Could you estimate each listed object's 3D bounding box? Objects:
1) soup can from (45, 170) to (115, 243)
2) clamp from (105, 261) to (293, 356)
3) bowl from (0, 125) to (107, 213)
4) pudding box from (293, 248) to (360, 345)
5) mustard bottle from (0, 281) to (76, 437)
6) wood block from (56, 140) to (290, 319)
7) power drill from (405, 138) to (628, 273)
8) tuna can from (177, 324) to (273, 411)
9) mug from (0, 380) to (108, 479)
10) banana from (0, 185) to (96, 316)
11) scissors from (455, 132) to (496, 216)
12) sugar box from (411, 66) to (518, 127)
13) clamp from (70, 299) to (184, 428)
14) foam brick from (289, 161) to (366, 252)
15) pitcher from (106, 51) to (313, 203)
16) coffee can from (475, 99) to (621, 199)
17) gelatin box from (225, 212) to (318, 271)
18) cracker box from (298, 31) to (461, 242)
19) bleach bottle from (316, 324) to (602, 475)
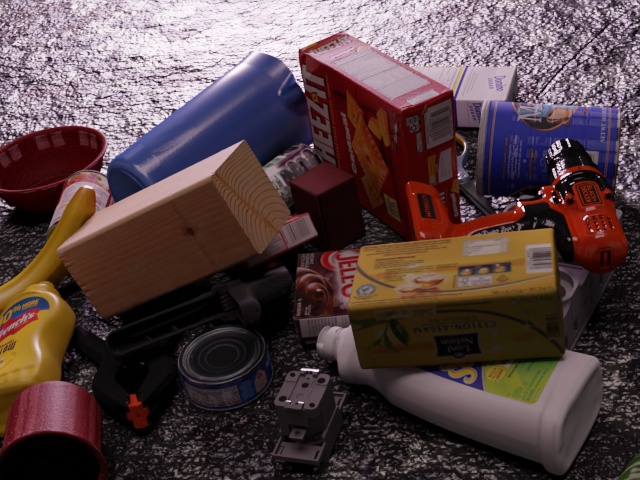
[{"bbox_3d":[-0.269,-0.025,1.216,0.068,0.068,0.102,-8,35,5],"label":"soup can"},{"bbox_3d":[-0.096,0.060,1.014,0.165,0.036,0.209,-14,7,22],"label":"clamp"},{"bbox_3d":[-0.336,-0.081,1.325,0.162,0.055,0.162,-8,34,5],"label":"bowl"},{"bbox_3d":[0.022,0.052,1.044,0.090,0.039,0.113,-6,35,6],"label":"pudding box"},{"bbox_3d":[-0.286,0.102,1.040,0.096,0.058,0.191,-29,29,17],"label":"mustard bottle"},{"bbox_3d":[-0.147,-0.007,1.059,0.206,0.091,0.090,-22,19,30],"label":"wood block"},{"bbox_3d":[0.176,-0.030,0.991,0.187,0.057,0.184,-8,34,4],"label":"power drill"},{"bbox_3d":[-0.088,0.117,0.988,0.086,0.034,0.086,-8,34,5],"label":"tuna can"},{"bbox_3d":[-0.234,0.181,0.904,0.117,0.093,0.081,-45,26,15],"label":"mug"},{"bbox_3d":[-0.300,0.027,1.130,0.197,0.069,0.037,-43,48,-11],"label":"banana"},{"bbox_3d":[0.138,-0.068,1.205,0.096,0.016,0.201,-10,34,4],"label":"scissors"},{"bbox_3d":[0.153,-0.180,1.336,0.176,0.048,0.093,6,37,17],"label":"sugar box"},{"bbox_3d":[-0.187,0.117,1.014,0.120,0.039,0.171,-16,27,5],"label":"clamp"},{"bbox_3d":[0.008,-0.035,1.140,0.051,0.078,0.053,-31,39,-24],"label":"foam brick"},{"bbox_3d":[-0.132,-0.105,1.254,0.145,0.149,0.242,33,56,27],"label":"pitcher"},{"bbox_3d":[0.238,-0.093,1.120,0.140,0.103,0.102,5,37,12],"label":"coffee can"},{"bbox_3d":[-0.057,0.001,1.122,0.089,0.030,0.073,-26,7,-22],"label":"gelatin box"},{"bbox_3d":[0.062,-0.114,1.162,0.072,0.164,0.214,-24,36,-21],"label":"cracker box"},{"bbox_3d":[0.103,0.117,0.909,0.251,0.068,0.102,11,39,33],"label":"bleach bottle"}]
